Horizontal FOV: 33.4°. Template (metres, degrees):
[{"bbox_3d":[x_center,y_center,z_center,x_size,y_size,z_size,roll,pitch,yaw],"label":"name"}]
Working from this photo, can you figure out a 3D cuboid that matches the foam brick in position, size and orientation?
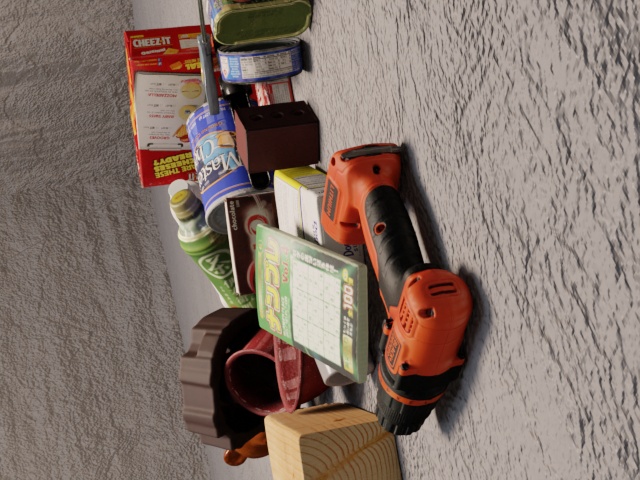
[{"bbox_3d":[-0.044,-0.107,1.097,0.053,0.078,0.051,-120,24,-55],"label":"foam brick"}]

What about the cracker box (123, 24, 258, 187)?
[{"bbox_3d":[-0.167,-0.179,1.407,0.214,0.164,0.072,93,164,-45],"label":"cracker box"}]

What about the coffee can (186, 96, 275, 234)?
[{"bbox_3d":[-0.104,-0.093,1.322,0.103,0.102,0.140,103,155,-61],"label":"coffee can"}]

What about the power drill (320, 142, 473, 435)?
[{"bbox_3d":[0.053,0.035,0.805,0.184,0.057,0.188,103,153,-51],"label":"power drill"}]

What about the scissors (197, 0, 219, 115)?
[{"bbox_3d":[-0.129,-0.206,1.223,0.202,0.016,0.096,120,140,-81],"label":"scissors"}]

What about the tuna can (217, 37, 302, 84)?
[{"bbox_3d":[-0.061,-0.185,1.097,0.086,0.086,0.034,-131,32,-68],"label":"tuna can"}]

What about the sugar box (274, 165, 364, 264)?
[{"bbox_3d":[-0.002,-0.016,1.050,0.176,0.048,0.093,-145,47,-68],"label":"sugar box"}]

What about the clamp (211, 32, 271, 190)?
[{"bbox_3d":[-0.099,-0.183,1.235,0.164,0.036,0.210,80,175,-56],"label":"clamp"}]

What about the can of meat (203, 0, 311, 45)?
[{"bbox_3d":[-0.066,-0.242,1.041,0.057,0.102,0.084,102,154,-59],"label":"can of meat"}]

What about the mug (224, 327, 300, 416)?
[{"bbox_3d":[-0.050,0.157,1.261,0.117,0.093,0.081,66,-148,-18],"label":"mug"}]

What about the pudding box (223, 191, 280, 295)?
[{"bbox_3d":[-0.058,0.001,1.209,0.039,0.090,0.113,168,93,-79],"label":"pudding box"}]

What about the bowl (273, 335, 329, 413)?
[{"bbox_3d":[-0.011,0.099,1.124,0.162,0.055,0.162,178,90,-78],"label":"bowl"}]

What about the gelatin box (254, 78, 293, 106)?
[{"bbox_3d":[-0.053,-0.163,1.208,0.073,0.030,0.089,148,113,-77],"label":"gelatin box"}]

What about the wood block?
[{"bbox_3d":[0.008,0.219,1.062,0.206,0.090,0.090,158,102,-78],"label":"wood block"}]
